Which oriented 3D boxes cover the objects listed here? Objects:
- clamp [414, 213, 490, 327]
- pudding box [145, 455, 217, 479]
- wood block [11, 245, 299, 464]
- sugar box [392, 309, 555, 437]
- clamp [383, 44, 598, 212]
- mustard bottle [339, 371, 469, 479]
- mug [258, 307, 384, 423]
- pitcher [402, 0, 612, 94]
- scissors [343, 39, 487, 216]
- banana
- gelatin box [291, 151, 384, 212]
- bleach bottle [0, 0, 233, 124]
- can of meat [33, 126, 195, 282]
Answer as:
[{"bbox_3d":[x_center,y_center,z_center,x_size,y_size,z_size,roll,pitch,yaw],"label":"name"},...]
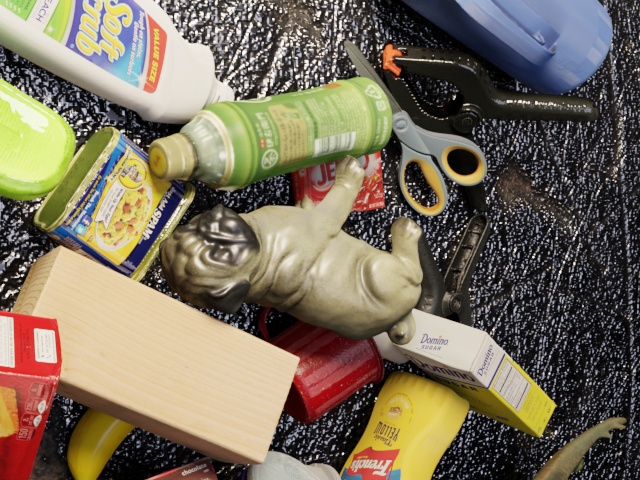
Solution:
[{"bbox_3d":[0.116,0.054,1.066,0.120,0.039,0.171,5,93,-37],"label":"clamp"},{"bbox_3d":[-0.140,0.217,0.856,0.089,0.114,0.039,-14,70,-34],"label":"pudding box"},{"bbox_3d":[-0.134,0.093,0.821,0.205,0.090,0.090,27,70,-21],"label":"wood block"},{"bbox_3d":[0.149,0.129,1.022,0.176,0.093,0.048,39,73,-46],"label":"sugar box"},{"bbox_3d":[0.150,-0.128,1.023,0.209,0.165,0.036,37,33,-26],"label":"clamp"},{"bbox_3d":[0.063,0.222,1.014,0.058,0.096,0.191,37,75,-34],"label":"mustard bottle"},{"bbox_3d":[-0.010,0.100,0.958,0.081,0.093,0.117,-32,83,-24],"label":"mug"},{"bbox_3d":[0.174,-0.229,1.011,0.242,0.145,0.149,28,76,-38],"label":"pitcher"},{"bbox_3d":[0.096,-0.111,1.005,0.096,0.016,0.201,-16,122,7],"label":"scissors"},{"bbox_3d":[-0.140,0.137,0.893,0.197,0.037,0.069,-37,126,-27],"label":"banana"},{"bbox_3d":[0.016,-0.060,0.982,0.089,0.030,0.073,-13,103,-35],"label":"gelatin box"},{"bbox_3d":[-0.166,-0.165,0.816,0.250,0.068,0.102,26,80,-38],"label":"bleach bottle"},{"bbox_3d":[-0.163,-0.027,0.840,0.083,0.058,0.102,40,73,-31],"label":"can of meat"}]
